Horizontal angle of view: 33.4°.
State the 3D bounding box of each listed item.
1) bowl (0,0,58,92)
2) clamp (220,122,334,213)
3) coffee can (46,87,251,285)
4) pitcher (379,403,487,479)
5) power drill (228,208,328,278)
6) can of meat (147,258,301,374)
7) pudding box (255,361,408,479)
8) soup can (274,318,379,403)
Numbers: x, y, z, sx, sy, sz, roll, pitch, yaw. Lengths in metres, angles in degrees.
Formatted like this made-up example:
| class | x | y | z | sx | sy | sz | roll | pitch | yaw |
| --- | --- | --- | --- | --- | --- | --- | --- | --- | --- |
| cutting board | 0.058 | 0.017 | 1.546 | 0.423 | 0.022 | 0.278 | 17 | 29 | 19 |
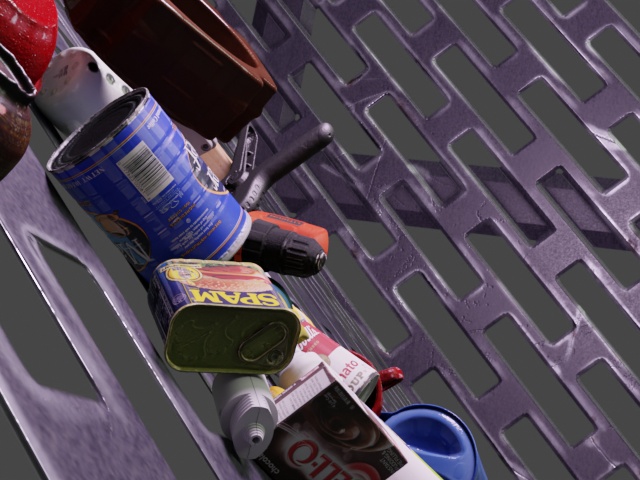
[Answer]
| class | x | y | z | sx | sy | sz | roll | pitch | yaw |
| --- | --- | --- | --- | --- | --- | --- | --- | --- | --- |
| bowl | -0.264 | -0.196 | 0.861 | 0.162 | 0.055 | 0.162 | 51 | 17 | -23 |
| clamp | -0.094 | -0.067 | 1.260 | 0.165 | 0.209 | 0.036 | 15 | -31 | 54 |
| coffee can | -0.138 | -0.038 | 0.871 | 0.140 | 0.103 | 0.103 | 52 | 3 | -23 |
| pitcher | 0.151 | 0.304 | 1.315 | 0.242 | 0.145 | 0.149 | 55 | 31 | -61 |
| power drill | -0.057 | 0.001 | 1.097 | 0.185 | 0.057 | 0.187 | 16 | 2 | 20 |
| can of meat | -0.077 | 0.056 | 0.817 | 0.102 | 0.057 | 0.084 | 5 | 23 | -23 |
| pudding box | 0.003 | 0.163 | 0.848 | 0.113 | 0.090 | 0.039 | 51 | 1 | -27 |
| soup can | 0.003 | 0.139 | 1.133 | 0.102 | 0.068 | 0.068 | 34 | -3 | 16 |
